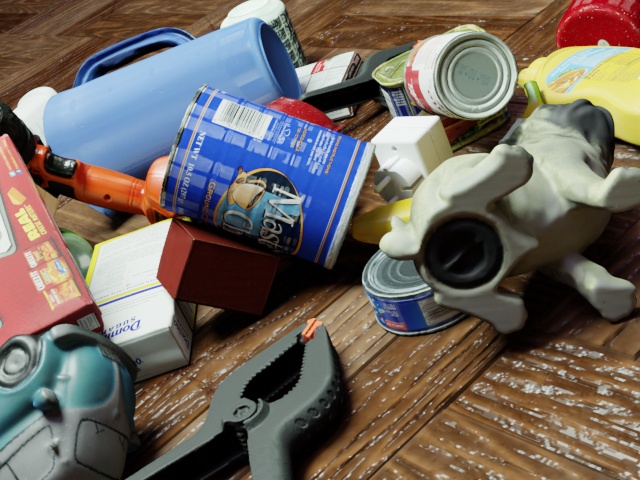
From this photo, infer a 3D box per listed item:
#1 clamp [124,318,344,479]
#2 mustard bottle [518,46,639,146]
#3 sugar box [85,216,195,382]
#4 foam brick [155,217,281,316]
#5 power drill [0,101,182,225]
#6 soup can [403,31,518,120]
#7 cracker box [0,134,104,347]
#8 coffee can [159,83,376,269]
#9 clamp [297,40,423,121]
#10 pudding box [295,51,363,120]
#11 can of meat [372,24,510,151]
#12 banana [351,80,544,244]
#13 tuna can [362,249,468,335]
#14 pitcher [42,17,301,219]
[{"bbox_3d":[-0.053,0.125,0.679,0.165,0.036,0.209,-8,30,29],"label":"clamp"},{"bbox_3d":[0.229,-0.121,0.856,0.096,0.058,0.192,-35,29,-21],"label":"mustard bottle"},{"bbox_3d":[-0.150,0.050,0.883,0.093,0.048,0.176,-19,31,9],"label":"sugar box"},{"bbox_3d":[-0.080,0.021,0.824,0.053,0.078,0.051,39,112,59],"label":"foam brick"},{"bbox_3d":[-0.213,-0.064,0.960,0.187,0.184,0.057,14,75,1],"label":"power drill"},{"bbox_3d":[0.110,-0.131,0.846,0.068,0.068,0.102,-27,11,-3],"label":"soup can"},{"bbox_3d":[-0.293,0.041,0.797,0.213,0.072,0.164,-28,69,-12],"label":"cracker box"},{"bbox_3d":[-0.040,-0.049,0.821,0.140,0.103,0.102,20,36,0],"label":"coffee can"},{"bbox_3d":[0.054,-0.151,1.051,0.120,0.039,0.171,18,39,14],"label":"clamp"},{"bbox_3d":[-0.012,-0.154,1.134,0.114,0.039,0.090,-14,30,24],"label":"pudding box"},{"bbox_3d":[0.109,-0.128,0.940,0.102,0.084,0.057,-27,27,-3],"label":"can of meat"},{"bbox_3d":[0.117,-0.044,0.823,0.197,0.037,0.070,-37,55,-14],"label":"banana"},{"bbox_3d":[0.073,0.027,0.752,0.086,0.033,0.086,-19,28,11],"label":"tuna can"},{"bbox_3d":[-0.148,-0.139,1.080,0.243,0.149,0.145,-21,17,17],"label":"pitcher"}]
